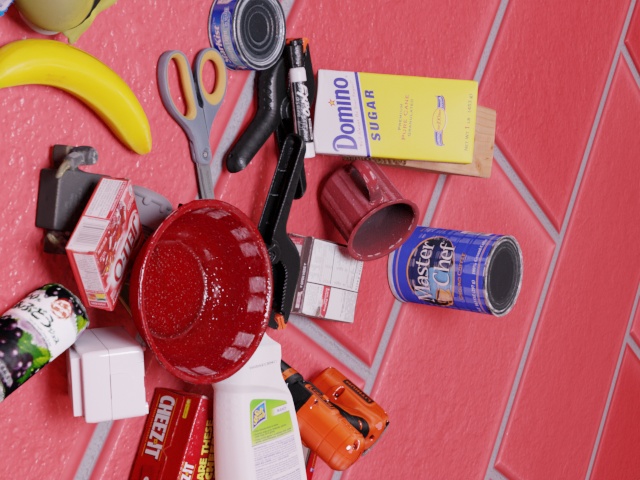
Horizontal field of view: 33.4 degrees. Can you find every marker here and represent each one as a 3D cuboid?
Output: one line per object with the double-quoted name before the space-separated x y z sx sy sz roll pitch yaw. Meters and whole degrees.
"marker" -0.021 -0.146 1.102 0.020 0.020 0.121 -18 105 -51

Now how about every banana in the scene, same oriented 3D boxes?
"banana" -0.209 -0.127 0.905 0.197 0.037 0.070 16 103 -52

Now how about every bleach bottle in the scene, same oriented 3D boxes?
"bleach bottle" -0.057 0.190 1.022 0.102 0.068 0.251 -11 99 -52

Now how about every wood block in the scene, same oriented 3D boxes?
"wood block" 0.126 -0.130 1.306 0.205 0.091 0.090 2 94 -53

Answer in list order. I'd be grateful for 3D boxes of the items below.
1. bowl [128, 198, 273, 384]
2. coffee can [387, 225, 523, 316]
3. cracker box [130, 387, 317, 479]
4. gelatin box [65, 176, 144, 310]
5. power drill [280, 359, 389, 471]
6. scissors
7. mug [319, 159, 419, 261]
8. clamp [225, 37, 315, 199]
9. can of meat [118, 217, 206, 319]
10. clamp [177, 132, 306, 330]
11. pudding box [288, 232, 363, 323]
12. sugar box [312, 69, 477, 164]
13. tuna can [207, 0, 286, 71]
"bowl" -0.115 0.044 0.939 0.161 0.055 0.162 0 90 -50
"coffee can" 0.171 0.037 1.352 0.102 0.141 0.103 -13 106 -52
"cracker box" -0.099 0.253 1.084 0.213 0.072 0.164 31 69 -50
"gelatin box" -0.178 0.002 0.897 0.073 0.030 0.089 86 15 -46
"power drill" -0.010 0.171 1.145 0.057 0.184 0.187 -51 160 7
"scissors" -0.108 -0.102 1.057 0.096 0.016 0.202 -46 131 -39
"mug" 0.050 -0.044 1.196 0.093 0.081 0.117 -28 145 -11
"clamp" -0.048 -0.133 1.116 0.120 0.039 0.171 7 87 -59
"can of meat" -0.140 0.042 1.005 0.083 0.058 0.102 -54 134 -30
"clamp" -0.057 0.001 1.102 0.164 0.036 0.210 -41 135 -27
"pudding box" 0.002 0.044 1.213 0.113 0.039 0.090 16 82 -55
"sugar box" 0.080 -0.135 1.172 0.048 0.176 0.093 -147 -119 -85
"tuna can" -0.072 -0.213 1.072 0.085 0.034 0.086 -12 106 -52
